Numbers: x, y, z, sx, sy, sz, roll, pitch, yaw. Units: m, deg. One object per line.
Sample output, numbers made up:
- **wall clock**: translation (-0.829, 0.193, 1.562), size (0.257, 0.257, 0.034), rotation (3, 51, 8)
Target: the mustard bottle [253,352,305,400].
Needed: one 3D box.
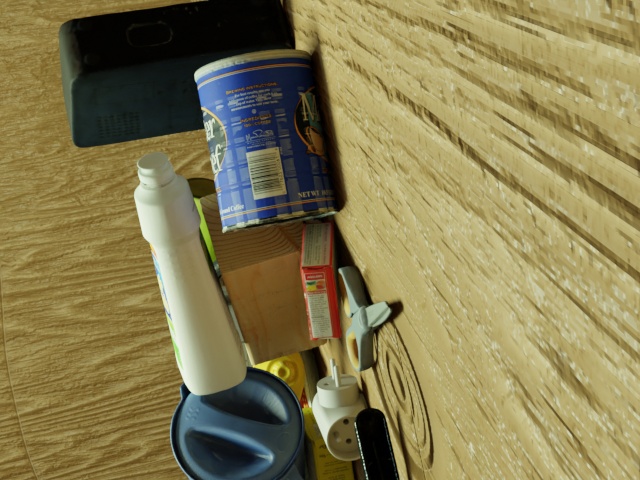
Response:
- **mustard bottle**: translation (-0.053, 0.161, 1.301), size (0.192, 0.058, 0.096), rotation (137, 125, -80)

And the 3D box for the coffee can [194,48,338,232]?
- **coffee can**: translation (-0.047, -0.084, 0.924), size (0.103, 0.102, 0.140), rotation (159, 101, -83)

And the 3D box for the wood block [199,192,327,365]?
- **wood block**: translation (-0.053, 0.035, 1.087), size (0.206, 0.090, 0.091), rotation (81, 171, -58)

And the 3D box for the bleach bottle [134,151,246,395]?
- **bleach bottle**: translation (-0.129, 0.025, 1.014), size (0.103, 0.068, 0.251), rotation (-116, 12, -54)

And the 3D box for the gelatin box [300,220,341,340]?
- **gelatin box**: translation (0.000, 0.034, 0.943), size (0.089, 0.030, 0.073), rotation (-89, -7, -62)

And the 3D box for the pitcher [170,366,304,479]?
- **pitcher**: translation (-0.069, 0.249, 1.139), size (0.243, 0.145, 0.149), rotation (84, -175, -59)

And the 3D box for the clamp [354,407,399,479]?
- **clamp**: translation (0.060, 0.240, 0.796), size (0.164, 0.036, 0.210), rotation (-111, 13, -54)

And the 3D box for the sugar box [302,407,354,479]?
- **sugar box**: translation (0.015, 0.276, 1.158), size (0.093, 0.048, 0.176), rotation (-129, 28, -75)

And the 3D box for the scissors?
- **scissors**: translation (0.033, 0.044, 0.828), size (0.202, 0.016, 0.096), rotation (98, 161, -66)
